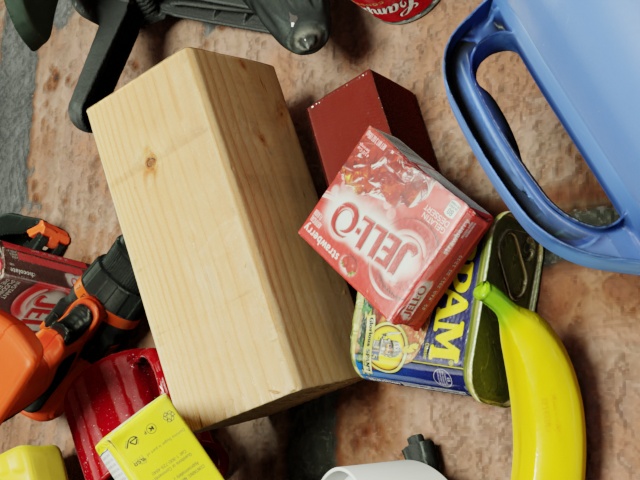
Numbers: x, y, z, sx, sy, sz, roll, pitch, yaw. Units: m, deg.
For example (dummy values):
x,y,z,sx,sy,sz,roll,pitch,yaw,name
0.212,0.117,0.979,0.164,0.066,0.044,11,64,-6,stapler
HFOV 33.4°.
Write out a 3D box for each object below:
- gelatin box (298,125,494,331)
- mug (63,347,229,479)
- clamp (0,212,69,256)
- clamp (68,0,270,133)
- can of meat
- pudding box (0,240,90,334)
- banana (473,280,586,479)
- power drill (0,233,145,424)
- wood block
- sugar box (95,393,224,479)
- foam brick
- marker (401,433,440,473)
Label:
x,y,z,sx,sy,sz,roll,pitch,yaw,name
0.038,-0.007,0.567,0.073,0.030,0.089,-56,49,13,gelatin box
-0.112,0.115,0.675,0.081,0.093,0.117,61,145,36,mug
-0.275,0.021,0.860,0.172,0.039,0.120,-34,61,17,clamp
-0.120,-0.178,0.779,0.164,0.036,0.210,-22,50,0,clamp
0.068,0.035,0.588,0.084,0.057,0.102,3,80,40,can of meat
-0.232,0.052,0.787,0.114,0.089,0.039,-38,56,25,pudding box
0.102,0.121,0.536,0.037,0.069,0.198,162,111,-70,banana
-0.171,0.062,0.685,0.057,0.187,0.184,39,105,7,power drill
-0.054,0.001,0.642,0.091,0.090,0.206,-25,77,30,wood block
-0.053,0.168,0.570,0.048,0.093,0.176,-36,88,-18,sugar box
0.033,-0.052,0.638,0.051,0.052,0.078,-29,62,28,foam brick
0.067,0.164,0.578,0.020,0.020,0.121,-29,63,28,marker
